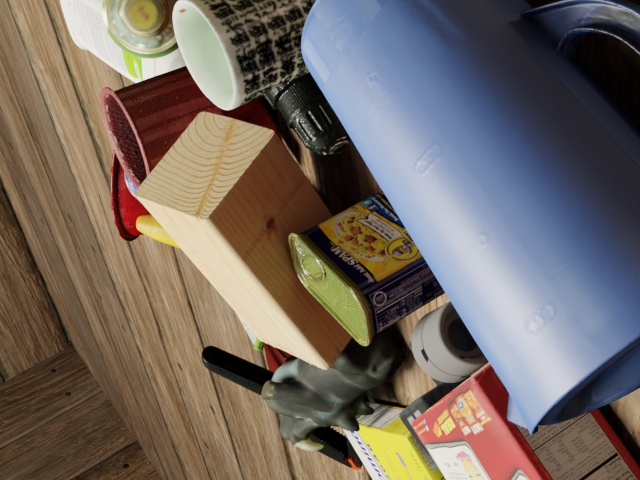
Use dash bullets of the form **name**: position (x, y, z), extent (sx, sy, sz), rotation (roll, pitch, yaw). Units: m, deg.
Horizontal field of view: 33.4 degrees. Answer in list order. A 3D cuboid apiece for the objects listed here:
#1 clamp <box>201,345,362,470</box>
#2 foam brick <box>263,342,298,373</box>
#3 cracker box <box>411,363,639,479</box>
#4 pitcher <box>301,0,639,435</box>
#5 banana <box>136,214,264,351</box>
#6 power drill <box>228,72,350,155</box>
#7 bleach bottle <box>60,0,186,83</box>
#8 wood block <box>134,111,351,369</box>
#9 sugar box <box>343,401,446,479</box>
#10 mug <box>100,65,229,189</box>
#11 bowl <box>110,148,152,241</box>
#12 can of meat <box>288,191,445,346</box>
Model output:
- **clamp**: position (-0.018, 0.165, 1.112), extent (0.165, 0.036, 0.210), rotation (-10, 127, 26)
- **foam brick**: position (-0.026, 0.124, 1.153), extent (0.051, 0.053, 0.078), rotation (46, 156, 38)
- **cracker box**: position (0.164, 0.184, 0.730), extent (0.214, 0.072, 0.164), rotation (56, 161, 12)
- **pitcher**: position (0.099, -0.043, 0.519), extent (0.243, 0.149, 0.145), rotation (57, 176, 22)
- **banana**: position (-0.109, 0.028, 1.155), extent (0.198, 0.069, 0.037), rotation (46, 166, -2)
- **power drill**: position (-0.044, -0.116, 0.864), extent (0.184, 0.057, 0.188), rotation (60, 158, 15)
- **bleach bottle**: position (-0.180, -0.198, 1.085), extent (0.251, 0.068, 0.102), rotation (41, 153, 40)
- **wood block**: position (-0.043, 0.004, 0.863), extent (0.090, 0.090, 0.206), rotation (19, 154, 41)
- **sugar box**: position (0.083, 0.204, 0.999), extent (0.093, 0.048, 0.176), rotation (60, 159, -4)
- **mug**: position (-0.123, -0.085, 0.886), extent (0.093, 0.081, 0.117), rotation (31, 140, 56)
- **bowl**: position (-0.184, -0.076, 1.200), extent (0.162, 0.055, 0.162), rotation (7, -90, -82)
- **can of meat**: position (0.039, 0.017, 0.794), extent (0.102, 0.083, 0.057), rotation (44, 155, 40)
